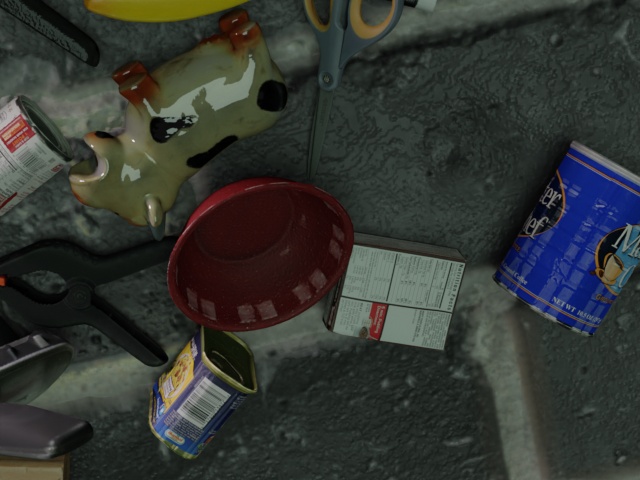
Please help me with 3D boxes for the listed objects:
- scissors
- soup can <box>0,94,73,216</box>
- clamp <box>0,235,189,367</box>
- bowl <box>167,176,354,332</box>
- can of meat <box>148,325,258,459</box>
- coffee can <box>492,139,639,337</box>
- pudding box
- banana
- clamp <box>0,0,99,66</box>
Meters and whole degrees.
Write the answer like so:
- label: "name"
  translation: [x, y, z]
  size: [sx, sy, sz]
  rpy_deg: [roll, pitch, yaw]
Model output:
- label: "scissors"
  translation: [0.024, -0.139, 0.871]
  size: [0.096, 0.016, 0.202]
  rpy_deg: [9, 116, 28]
- label: "soup can"
  translation: [-0.259, -0.061, 0.860]
  size: [0.102, 0.068, 0.068]
  rpy_deg: [-38, 108, 4]
- label: "clamp"
  translation: [-0.200, 0.051, 0.919]
  size: [0.171, 0.039, 0.120]
  rpy_deg: [3, 102, -4]
- label: "bowl"
  translation: [-0.056, 0.001, 0.896]
  size: [0.162, 0.055, 0.162]
  rpy_deg: [-14, 134, -15]
- label: "can of meat"
  translation: [-0.104, 0.128, 0.923]
  size: [0.057, 0.102, 0.084]
  rpy_deg: [37, 100, -17]
- label: "coffee can"
  translation: [0.229, -0.002, 0.929]
  size: [0.102, 0.103, 0.140]
  rpy_deg: [26, 101, -15]
- label: "pudding box"
  translation: [0.066, 0.045, 0.955]
  size: [0.113, 0.039, 0.090]
  rpy_deg: [9, 104, -13]
- label: "banana"
  translation: [-0.086, -0.210, 0.846]
  size: [0.198, 0.037, 0.069]
  rpy_deg: [-21, 146, 6]
- label: "clamp"
  translation: [-0.272, -0.205, 0.830]
  size: [0.164, 0.036, 0.210]
  rpy_deg: [-13, 106, -3]
